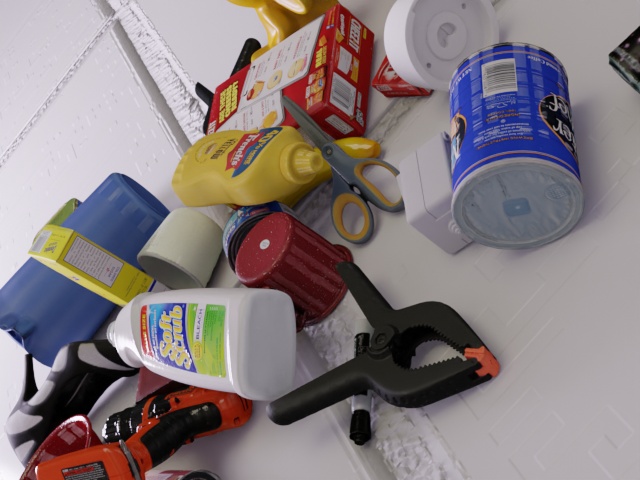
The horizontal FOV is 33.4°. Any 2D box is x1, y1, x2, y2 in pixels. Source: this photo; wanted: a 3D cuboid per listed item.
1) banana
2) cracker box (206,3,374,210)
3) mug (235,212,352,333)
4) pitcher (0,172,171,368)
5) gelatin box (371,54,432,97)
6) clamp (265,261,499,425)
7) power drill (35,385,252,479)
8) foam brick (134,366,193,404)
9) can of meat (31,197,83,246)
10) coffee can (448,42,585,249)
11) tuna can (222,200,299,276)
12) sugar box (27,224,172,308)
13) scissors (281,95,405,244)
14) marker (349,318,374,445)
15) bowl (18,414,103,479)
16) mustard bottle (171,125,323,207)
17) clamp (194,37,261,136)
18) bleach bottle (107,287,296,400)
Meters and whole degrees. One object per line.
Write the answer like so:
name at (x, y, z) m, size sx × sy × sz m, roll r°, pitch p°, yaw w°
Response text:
banana at (-0.015, -0.058, 1.150) m, size 0.198 × 0.037 × 0.070 m, roll -41°, pitch 58°, yaw 24°
cracker box at (-0.039, -0.150, 1.228) m, size 0.214 × 0.072 × 0.164 m, roll -28°, pitch 41°, yaw 37°
mug at (-0.031, 0.035, 1.036) m, size 0.093 × 0.081 × 0.117 m, roll -22°, pitch 45°, yaw 41°
pitcher at (-0.297, 0.034, 1.360) m, size 0.243 × 0.144 × 0.149 m, roll -48°, pitch 45°, yaw 4°
gelatin box at (0.101, -0.194, 1.122) m, size 0.073 × 0.030 × 0.089 m, roll 11°, pitch 69°, yaw 56°
clamp at (0.059, 0.083, 0.898) m, size 0.210 × 0.036 × 0.164 m, roll -6°, pitch 53°, yaw 40°
power drill at (-0.179, 0.193, 1.012) m, size 0.185 × 0.057 × 0.187 m, roll -20°, pitch 5°, yaw 31°
foam brick at (-0.148, 0.145, 1.117) m, size 0.078 × 0.053 × 0.051 m, roll -33°, pitch 38°, yaw 32°
can of meat at (-0.333, 0.001, 1.463) m, size 0.102 × 0.083 × 0.057 m, roll -44°, pitch 34°, yaw 17°
coffee can at (0.157, -0.078, 0.874) m, size 0.103 × 0.102 × 0.140 m, roll -30°, pitch 40°, yaw 34°
tuna can at (-0.057, 0.001, 1.099) m, size 0.086 × 0.086 × 0.034 m, roll -47°, pitch 31°, yaw 12°
sugar box at (-0.234, 0.045, 1.206) m, size 0.093 × 0.176 × 0.048 m, roll 9°, pitch 66°, yaw 56°
scissors at (0.008, -0.068, 1.080) m, size 0.202 × 0.016 × 0.096 m, roll 33°, pitch 101°, yaw 37°
marker at (0.037, 0.122, 0.927) m, size 0.020 × 0.020 × 0.121 m, roll -29°, pitch 40°, yaw 35°
bowl at (-0.277, 0.272, 1.158) m, size 0.162 × 0.055 × 0.162 m, roll -40°, pitch 28°, yaw 27°
mustard bottle at (-0.066, -0.076, 1.088) m, size 0.192 × 0.058 × 0.096 m, roll 2°, pitch 43°, yaw 48°
clamp at (-0.129, -0.180, 1.404) m, size 0.120 × 0.039 × 0.171 m, roll -33°, pitch 38°, yaw 40°
bleach bottle at (-0.128, 0.098, 1.031) m, size 0.251 × 0.067 × 0.102 m, roll -6°, pitch 81°, yaw 47°
